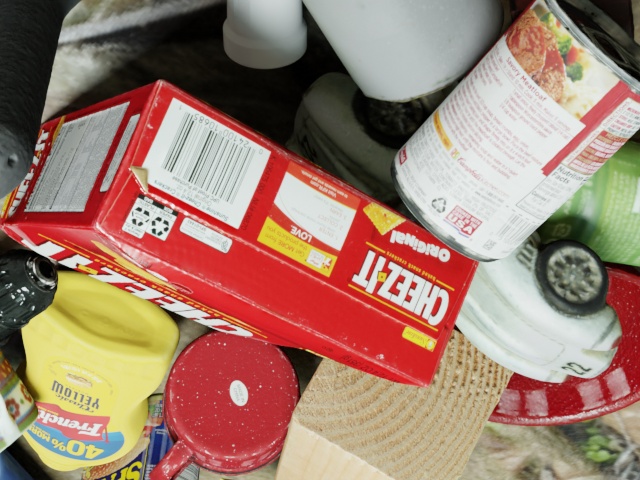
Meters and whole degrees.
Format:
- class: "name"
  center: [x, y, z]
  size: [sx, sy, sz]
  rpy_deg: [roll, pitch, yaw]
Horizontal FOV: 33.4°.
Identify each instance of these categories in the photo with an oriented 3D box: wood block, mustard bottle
- class: "wood block"
  center: [0.033, 0.118, 0.640]
  size: [0.091, 0.090, 0.206]
  rpy_deg: [29, 157, 7]
- class: "mustard bottle"
  center: [-0.163, 0.104, 0.727]
  size: [0.096, 0.058, 0.192]
  rpy_deg: [23, 136, -5]

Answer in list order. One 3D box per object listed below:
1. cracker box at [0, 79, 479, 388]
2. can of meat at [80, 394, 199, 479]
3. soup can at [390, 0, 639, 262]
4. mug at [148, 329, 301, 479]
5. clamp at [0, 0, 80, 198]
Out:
- class: "cracker box"
  center: [-0.053, 0.001, 0.518]
  size: [0.164, 0.072, 0.214]
  rpy_deg: [27, 169, -24]
- class: "can of meat"
  center: [-0.132, 0.171, 0.781]
  size: [0.102, 0.084, 0.057]
  rpy_deg: [-30, 128, 31]
- class: "soup can"
  center: [0.086, -0.048, 0.448]
  size: [0.068, 0.068, 0.102]
  rpy_deg: [27, 122, -25]
- class: "mug"
  center: [-0.064, 0.108, 0.669]
  size: [0.093, 0.117, 0.081]
  rpy_deg: [45, 167, 6]
- class: "clamp"
  center: [-0.111, -0.098, 0.398]
  size: [0.165, 0.209, 0.036]
  rpy_deg: [21, 151, 36]
